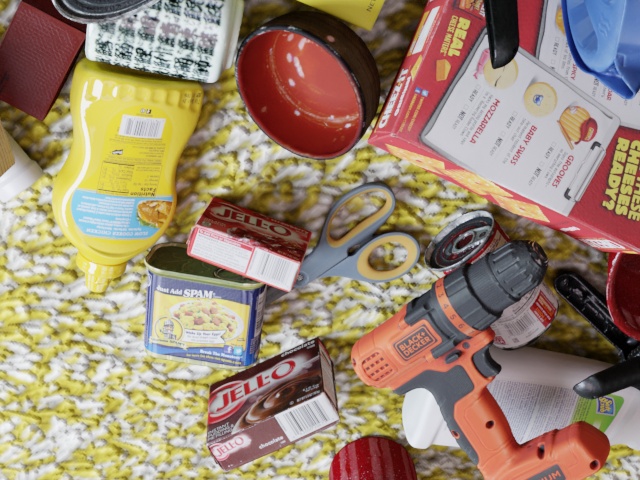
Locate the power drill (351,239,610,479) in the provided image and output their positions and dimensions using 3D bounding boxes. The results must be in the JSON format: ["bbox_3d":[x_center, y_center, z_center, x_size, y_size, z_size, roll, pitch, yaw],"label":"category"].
[{"bbox_3d":[0.141,0.109,0.836,0.185,0.057,0.187,-37,92,30],"label":"power drill"}]

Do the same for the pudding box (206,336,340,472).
[{"bbox_3d":[-0.042,0.139,0.914,0.113,0.090,0.039,-23,116,8],"label":"pudding box"}]

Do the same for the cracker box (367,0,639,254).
[{"bbox_3d":[0.164,-0.104,0.789,0.213,0.072,0.164,23,86,-13],"label":"cracker box"}]

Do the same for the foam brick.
[{"bbox_3d":[-0.210,-0.139,0.794,0.053,0.051,0.078,28,111,-14],"label":"foam brick"}]

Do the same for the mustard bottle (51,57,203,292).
[{"bbox_3d":[-0.158,-0.044,0.836,0.096,0.058,0.192,3,118,-29],"label":"mustard bottle"}]

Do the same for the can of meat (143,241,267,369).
[{"bbox_3d":[-0.095,0.055,0.881,0.102,0.057,0.084,9,113,4],"label":"can of meat"}]

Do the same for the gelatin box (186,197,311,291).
[{"bbox_3d":[-0.056,0.001,0.849,0.089,0.073,0.030,20,110,-1],"label":"gelatin box"}]

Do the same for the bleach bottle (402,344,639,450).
[{"bbox_3d":[0.206,0.149,0.946,0.250,0.068,0.103,10,115,-10],"label":"bleach bottle"}]

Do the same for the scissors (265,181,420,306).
[{"bbox_3d":[0.002,0.036,0.906,0.096,0.016,0.202,38,108,-15],"label":"scissors"}]

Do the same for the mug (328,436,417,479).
[{"bbox_3d":[0.038,0.235,0.967,0.117,0.081,0.093,-14,115,4],"label":"mug"}]

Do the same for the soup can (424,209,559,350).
[{"bbox_3d":[0.143,0.034,0.884,0.068,0.068,0.102,-36,112,14],"label":"soup can"}]
